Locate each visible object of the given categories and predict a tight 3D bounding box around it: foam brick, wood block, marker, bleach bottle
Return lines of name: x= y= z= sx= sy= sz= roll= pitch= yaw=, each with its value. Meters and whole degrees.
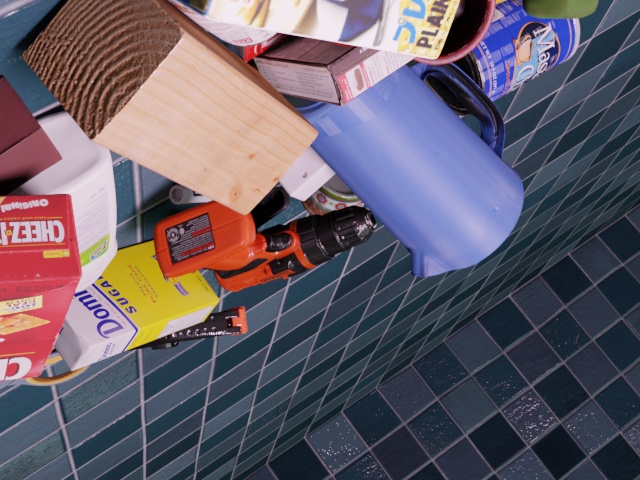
foam brick: x=-0.225 y=-0.062 z=0.719 sx=0.078 sy=0.051 sz=0.053 roll=-35 pitch=163 yaw=-11
wood block: x=-0.096 y=-0.100 z=0.754 sx=0.090 sy=0.091 sz=0.205 roll=-47 pitch=154 yaw=8
marker: x=-0.109 y=-0.047 z=1.073 sx=0.020 sy=0.020 sz=0.120 roll=-45 pitch=163 yaw=23
bleach bottle: x=-0.216 y=-0.009 z=0.872 sx=0.102 sy=0.068 sz=0.251 roll=-31 pitch=165 yaw=-19

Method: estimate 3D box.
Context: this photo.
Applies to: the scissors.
scissors: x=-0.330 y=0.128 z=1.072 sx=0.201 sy=0.016 sz=0.096 roll=-12 pitch=127 yaw=-21

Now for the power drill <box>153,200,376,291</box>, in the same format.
power drill: x=-0.057 y=0.001 z=1.034 sx=0.185 sy=0.057 sz=0.187 roll=-22 pitch=163 yaw=23

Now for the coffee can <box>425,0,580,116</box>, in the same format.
coffee can: x=0.185 y=-0.206 z=1.117 sx=0.140 sy=0.103 sz=0.103 roll=-31 pitch=163 yaw=-23

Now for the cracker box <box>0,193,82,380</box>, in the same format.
cracker box: x=-0.268 y=0.044 z=0.751 sx=0.164 sy=0.072 sz=0.214 roll=-3 pitch=156 yaw=-24

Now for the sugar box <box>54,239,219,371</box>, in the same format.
sugar box: x=-0.192 y=0.057 z=1.048 sx=0.175 sy=0.093 sz=0.048 roll=-18 pitch=154 yaw=-51

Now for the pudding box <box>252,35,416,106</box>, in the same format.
pudding box: x=0.012 y=-0.149 z=0.850 sx=0.090 sy=0.039 sz=0.114 roll=-37 pitch=-151 yaw=-22

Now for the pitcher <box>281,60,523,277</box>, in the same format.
pitcher: x=0.079 y=-0.094 z=0.996 sx=0.145 sy=0.149 sz=0.242 roll=-32 pitch=130 yaw=21

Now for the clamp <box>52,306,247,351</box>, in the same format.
clamp: x=-0.174 y=0.102 z=1.179 sx=0.210 sy=0.036 sz=0.164 roll=-10 pitch=175 yaw=14

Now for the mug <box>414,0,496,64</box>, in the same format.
mug: x=0.087 y=-0.215 z=0.889 sx=0.093 sy=0.081 sz=0.117 roll=-13 pitch=121 yaw=-13
